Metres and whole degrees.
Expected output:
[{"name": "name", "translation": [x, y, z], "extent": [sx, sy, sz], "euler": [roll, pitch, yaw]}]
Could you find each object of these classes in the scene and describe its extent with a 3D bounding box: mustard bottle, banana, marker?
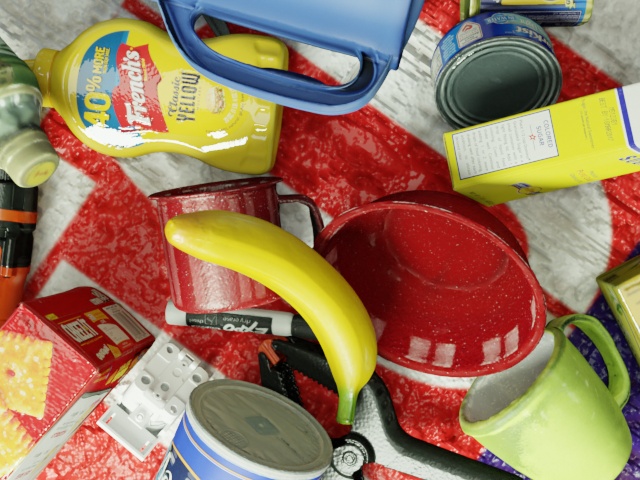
[{"name": "mustard bottle", "translation": [-0.122, -0.104, 0.745], "extent": [0.191, 0.058, 0.096], "euler": [8, 98, 2]}, {"name": "banana", "translation": [-0.017, 0.035, 0.689], "extent": [0.197, 0.037, 0.069], "euler": [49, 53, -26]}, {"name": "marker", "translation": [-0.051, 0.056, 0.759], "extent": [0.121, 0.020, 0.020], "euler": [5, 93, 12]}]

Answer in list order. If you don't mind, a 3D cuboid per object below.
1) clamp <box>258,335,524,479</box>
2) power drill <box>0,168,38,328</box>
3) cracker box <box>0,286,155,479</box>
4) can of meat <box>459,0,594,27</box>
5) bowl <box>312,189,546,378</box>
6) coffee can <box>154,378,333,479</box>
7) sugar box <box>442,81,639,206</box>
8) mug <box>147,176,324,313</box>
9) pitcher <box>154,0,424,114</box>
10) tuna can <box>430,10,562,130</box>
[{"name": "clamp", "translation": [0.036, 0.147, 0.752], "extent": [0.165, 0.036, 0.210], "euler": [-34, 86, 17]}, {"name": "power drill", "translation": [-0.296, -0.014, 0.758], "extent": [0.187, 0.057, 0.184], "euler": [7, 90, 3]}, {"name": "cracker box", "translation": [-0.217, 0.131, 0.709], "extent": [0.072, 0.164, 0.214], "euler": [42, 94, 1]}, {"name": "can of meat", "translation": [0.140, -0.195, 0.729], "extent": [0.084, 0.057, 0.102], "euler": [-1, 93, 1]}, {"name": "bowl", "translation": [0.077, 0.020, 0.720], "extent": [0.162, 0.055, 0.162], "euler": [15, 137, 14]}, {"name": "coffee can", "translation": [-0.066, 0.180, 0.721], "extent": [0.103, 0.102, 0.140], "euler": [25, 108, 1]}, {"name": "sugar box", "translation": [0.178, -0.064, 0.689], "extent": [0.176, 0.093, 0.048], "euler": [-11, 81, 23]}, {"name": "mug", "translation": [-0.055, 0.001, 0.734], "extent": [0.117, 0.093, 0.081], "euler": [-8, 98, -4]}, {"name": "pitcher", "translation": [-0.048, -0.189, 0.687], "extent": [0.243, 0.149, 0.145], "euler": [13, 129, 4]}, {"name": "tuna can", "translation": [0.118, -0.112, 0.722], "extent": [0.086, 0.034, 0.086], "euler": [-2, 137, -2]}]
